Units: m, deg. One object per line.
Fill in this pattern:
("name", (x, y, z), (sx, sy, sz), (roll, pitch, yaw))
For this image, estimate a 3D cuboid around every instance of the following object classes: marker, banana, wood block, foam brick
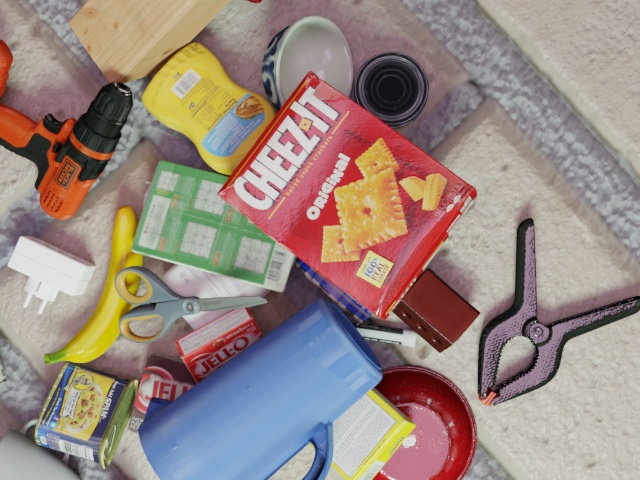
("marker", (0.049, 0.103, 1.217), (0.121, 0.020, 0.020), (9, 89, 2))
("banana", (-0.239, 0.060, 1.208), (0.037, 0.069, 0.198), (19, 82, 39))
("wood block", (-0.164, -0.265, 1.142), (0.206, 0.090, 0.090), (-36, 88, 37))
("foam brick", (0.127, 0.079, 1.191), (0.078, 0.053, 0.051), (41, 70, 3))

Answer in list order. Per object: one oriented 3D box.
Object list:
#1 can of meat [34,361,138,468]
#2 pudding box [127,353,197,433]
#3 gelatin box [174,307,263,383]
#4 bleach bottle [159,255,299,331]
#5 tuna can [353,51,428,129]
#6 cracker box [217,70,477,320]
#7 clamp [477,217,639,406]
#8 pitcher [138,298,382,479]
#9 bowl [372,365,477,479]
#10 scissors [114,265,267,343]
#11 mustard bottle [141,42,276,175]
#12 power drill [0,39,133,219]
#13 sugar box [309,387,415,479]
("can of meat", (-0.261, 0.193, 1.193), (0.084, 0.057, 0.102), (16, 56, 5))
("pudding box", (-0.153, 0.185, 1.213), (0.113, 0.039, 0.090), (15, 89, 2))
("gelatin box", (-0.104, 0.120, 1.163), (0.089, 0.073, 0.030), (-29, 45, -6))
("bleach bottle", (-0.058, 0.001, 1.202), (0.251, 0.068, 0.102), (-40, 86, -1))
("tuna can", (0.080, -0.170, 1.212), (0.086, 0.034, 0.086), (0, 89, 2))
("cracker box", (0.028, -0.046, 1.096), (0.214, 0.072, 0.164), (37, 90, 11))
("clamp", (0.236, 0.091, 1.201), (0.164, 0.036, 0.210), (42, 91, 2))
("pitcher", (-0.052, 0.180, 1.105), (0.243, 0.145, 0.149), (-38, 112, 5))
("bowl", (0.098, 0.223, 1.196), (0.162, 0.055, 0.162), (0, 89, 2))
("scissors", (-0.151, 0.054, 1.148), (0.202, 0.016, 0.096), (-24, 91, 33))
("mustard bottle", (-0.102, -0.128, 1.189), (0.192, 0.058, 0.096), (42, 84, 14))
("power drill", (-0.312, -0.140, 1.188), (0.188, 0.057, 0.185), (38, 116, 6))
("sugar box", (0.009, 0.179, 1.172), (0.176, 0.048, 0.093), (41, 91, 30))
